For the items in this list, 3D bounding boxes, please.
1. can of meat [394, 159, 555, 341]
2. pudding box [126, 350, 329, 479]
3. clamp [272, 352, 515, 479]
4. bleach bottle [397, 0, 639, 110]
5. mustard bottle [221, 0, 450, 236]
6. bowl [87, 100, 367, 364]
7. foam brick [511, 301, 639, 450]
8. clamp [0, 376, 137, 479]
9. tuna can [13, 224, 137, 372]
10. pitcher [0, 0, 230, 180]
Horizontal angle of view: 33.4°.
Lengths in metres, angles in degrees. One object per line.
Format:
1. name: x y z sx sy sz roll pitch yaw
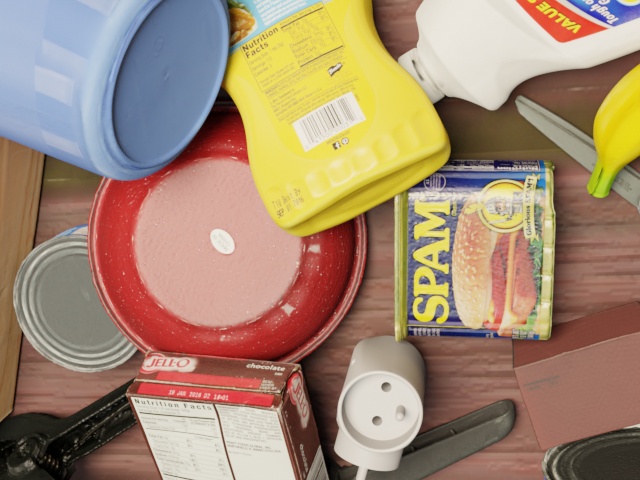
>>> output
1. can of meat: 0.084 0.005 0.585 0.084 0.057 0.102 1 105 8
2. pudding box: -0.048 0.114 0.593 0.090 0.039 0.113 4 128 19
3. clamp: 0.012 0.148 0.647 0.164 0.036 0.210 20 104 6
4. bleach bottle: 0.150 -0.133 0.532 0.251 0.068 0.102 -30 97 19
5. mustard bottle: -0.015 -0.105 0.551 0.096 0.058 0.192 -28 74 8
6. bowl: -0.054 0.001 0.588 0.162 0.055 0.162 0 91 1
7. foam brick: 0.151 0.074 0.593 0.078 0.051 0.053 -18 100 15
8. clamp: -0.163 0.130 0.656 0.172 0.120 0.039 -4 129 34
9. tuna can: -0.139 0.034 0.647 0.086 0.033 0.086 3 105 10
10. pitcher: -0.175 -0.113 0.522 0.243 0.144 0.149 24 98 21
